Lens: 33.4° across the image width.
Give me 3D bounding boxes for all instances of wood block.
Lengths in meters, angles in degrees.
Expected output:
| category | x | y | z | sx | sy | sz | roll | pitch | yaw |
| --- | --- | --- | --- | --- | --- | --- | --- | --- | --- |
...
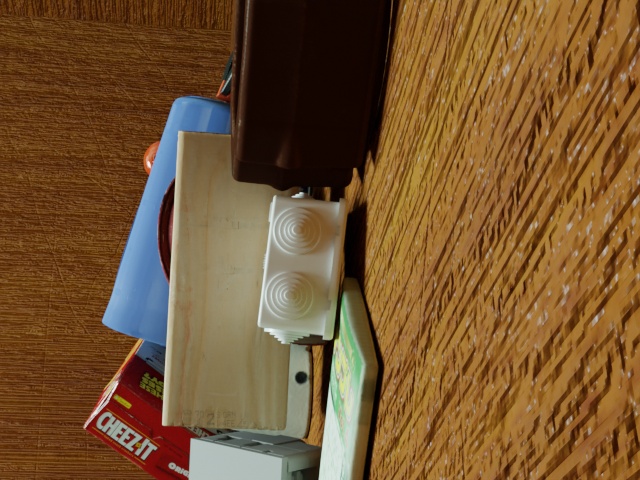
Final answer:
| category | x | y | z | sx | sy | sz | roll | pitch | yaw |
| --- | --- | --- | --- | --- | --- | --- | --- | --- | --- |
| wood block | -0.067 | 0.029 | 0.789 | 0.091 | 0.090 | 0.206 | 171 | 102 | -83 |

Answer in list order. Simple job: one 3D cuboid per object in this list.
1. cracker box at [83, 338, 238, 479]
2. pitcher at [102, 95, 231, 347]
| category | x | y | z | sx | sy | sz | roll | pitch | yaw |
| --- | --- | --- | --- | --- | --- | --- | --- | --- | --- |
| cracker box | -0.135 | 0.173 | 1.093 | 0.072 | 0.164 | 0.213 | -52 | 6 | 14 |
| pitcher | -0.129 | -0.015 | 1.064 | 0.145 | 0.149 | 0.243 | 27 | -102 | -85 |
